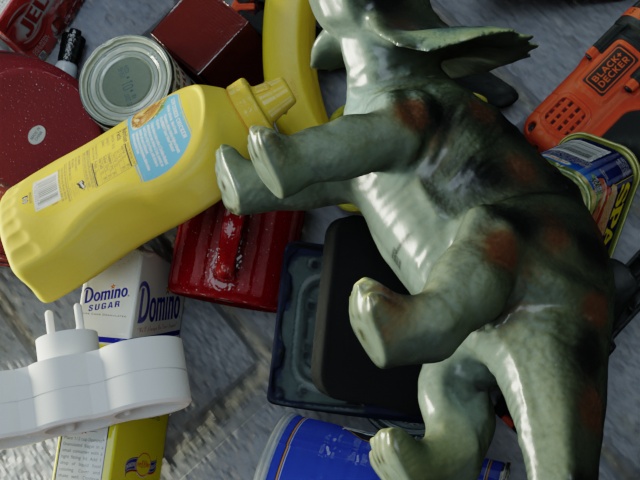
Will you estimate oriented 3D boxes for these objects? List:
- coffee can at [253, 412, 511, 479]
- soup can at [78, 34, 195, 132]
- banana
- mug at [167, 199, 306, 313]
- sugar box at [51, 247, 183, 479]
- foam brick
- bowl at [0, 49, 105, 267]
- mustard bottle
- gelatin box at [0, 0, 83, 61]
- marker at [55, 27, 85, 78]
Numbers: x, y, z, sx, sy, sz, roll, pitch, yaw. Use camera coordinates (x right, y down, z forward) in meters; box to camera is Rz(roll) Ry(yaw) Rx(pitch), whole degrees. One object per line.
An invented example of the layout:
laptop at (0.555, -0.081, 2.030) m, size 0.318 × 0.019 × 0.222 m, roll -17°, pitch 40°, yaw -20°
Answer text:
coffee can at (0.036, 0.169, 0.643) m, size 0.140 × 0.102 × 0.103 m, roll 10°, pitch 79°, yaw 14°
soup can at (-0.117, -0.092, 0.741) m, size 0.068 × 0.102 × 0.068 m, roll -3°, pitch 75°, yaw 11°
banana at (-0.010, -0.132, 0.723) m, size 0.070 × 0.037 × 0.198 m, roll -16°, pitch 74°, yaw 31°
mug at (-0.055, 0.001, 0.701) m, size 0.093 × 0.117 × 0.081 m, roll 11°, pitch 83°, yaw -3°
sugar box at (-0.130, 0.097, 0.702) m, size 0.048 × 0.093 × 0.176 m, roll 6°, pitch 78°, yaw 13°
foam brick at (-0.074, -0.136, 0.756) m, size 0.053 × 0.078 × 0.051 m, roll 42°, pitch 89°, yaw 18°
bowl at (-0.203, -0.065, 0.729) m, size 0.161 × 0.055 × 0.162 m, roll 10°, pitch 70°, yaw -29°
mustard bottle at (-0.101, -0.043, 0.649) m, size 0.191 × 0.058 × 0.096 m, roll -30°, pitch 36°, yaw 5°
gelatin box at (-0.212, -0.185, 0.800) m, size 0.030 × 0.073 × 0.089 m, roll 30°, pitch 84°, yaw 17°
marker at (-0.198, -0.103, 0.805) m, size 0.020 × 0.020 × 0.121 m, roll 8°, pitch 78°, yaw 14°
